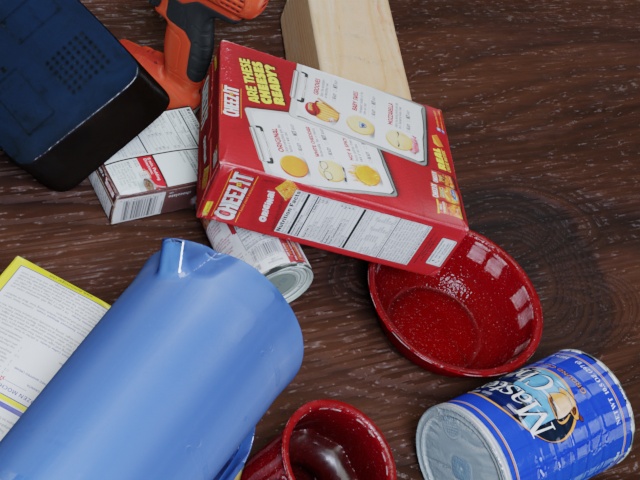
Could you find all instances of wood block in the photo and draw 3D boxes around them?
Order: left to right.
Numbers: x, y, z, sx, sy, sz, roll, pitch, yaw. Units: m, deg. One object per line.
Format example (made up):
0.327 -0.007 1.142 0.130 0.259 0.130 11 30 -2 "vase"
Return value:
0.022 -0.176 1.064 0.090 0.091 0.206 5 52 -17 "wood block"

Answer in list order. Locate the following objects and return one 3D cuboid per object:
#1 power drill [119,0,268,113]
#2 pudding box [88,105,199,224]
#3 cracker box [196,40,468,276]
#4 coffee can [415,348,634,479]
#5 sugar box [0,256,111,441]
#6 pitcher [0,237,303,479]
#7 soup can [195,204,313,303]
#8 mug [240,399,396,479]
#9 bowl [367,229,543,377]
-0.148 -0.207 0.955 0.184 0.188 0.057 29 49 0 "power drill"
-0.148 -0.069 0.944 0.113 0.039 0.090 -13 58 -32 "pudding box"
0.006 -0.067 0.897 0.213 0.072 0.164 14 41 -17 "cracker box"
0.161 0.155 0.841 0.140 0.103 0.103 -18 61 -31 "coffee can"
-0.216 0.099 0.726 0.093 0.048 0.176 28 48 2 "sugar box"
-0.117 0.129 0.680 0.149 0.145 0.242 40 44 -3 "pitcher"
-0.056 0.001 0.903 0.068 0.069 0.102 -11 58 -29 "soup can"
-0.014 0.175 0.757 0.117 0.082 0.093 -17 70 -42 "mug"
0.109 0.061 0.929 0.162 0.055 0.162 11 50 -13 "bowl"
